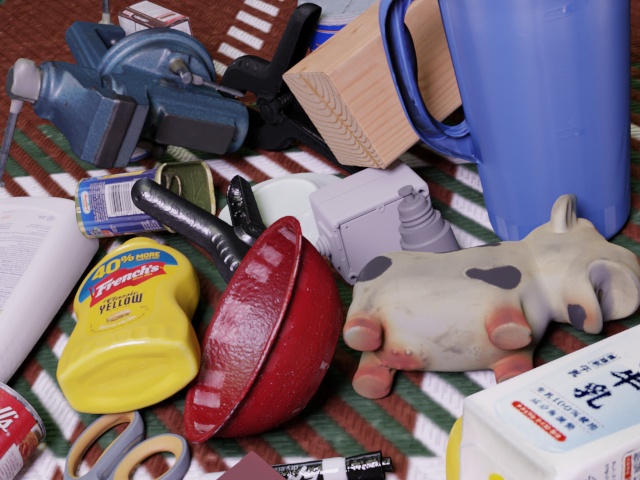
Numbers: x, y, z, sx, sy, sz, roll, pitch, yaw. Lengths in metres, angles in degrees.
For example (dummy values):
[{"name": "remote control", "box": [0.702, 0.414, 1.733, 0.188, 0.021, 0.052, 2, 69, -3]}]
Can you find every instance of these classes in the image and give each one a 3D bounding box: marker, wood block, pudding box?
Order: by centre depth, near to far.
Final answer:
[{"name": "marker", "box": [-0.015, 0.147, 0.665, 0.121, 0.020, 0.020, -9, 35, 9]}, {"name": "wood block", "box": [0.086, -0.157, 0.848, 0.206, 0.090, 0.090, -40, 20, -14]}, {"name": "pudding box", "box": [-0.158, -0.180, 1.091, 0.039, 0.113, 0.090, -32, 39, -26]}]

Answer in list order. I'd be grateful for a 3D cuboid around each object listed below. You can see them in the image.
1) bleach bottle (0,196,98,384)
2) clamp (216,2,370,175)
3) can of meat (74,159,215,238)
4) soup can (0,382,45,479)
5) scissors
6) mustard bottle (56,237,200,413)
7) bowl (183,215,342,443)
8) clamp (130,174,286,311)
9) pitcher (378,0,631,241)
[{"name": "bleach bottle", "box": [-0.269, 0.066, 0.840, 0.103, 0.068, 0.250, -1, 40, 21]}, {"name": "clamp", "box": [-0.037, -0.135, 0.963, 0.036, 0.164, 0.210, -35, 30, -31]}, {"name": "can of meat", "box": [-0.149, -0.034, 0.911, 0.084, 0.057, 0.102, -5, 5, 19]}, {"name": "soup can", "box": [-0.241, 0.149, 0.709, 0.069, 0.068, 0.102, 7, 42, 29]}, {"name": "scissors", "box": [-0.151, 0.182, 0.673, 0.096, 0.016, 0.201, 1, 38, 22]}, {"name": "mustard bottle", "box": [-0.139, 0.050, 0.804, 0.096, 0.058, 0.191, -18, 28, 4]}, {"name": "bowl", "box": [-0.031, 0.067, 0.707, 0.055, 0.162, 0.162, 26, 33, -16]}, {"name": "clamp", "box": [-0.055, 0.001, 0.832, 0.171, 0.039, 0.120, 42, 35, 19]}, {"name": "pitcher", "box": [0.148, -0.109, 0.760, 0.149, 0.243, 0.144, 16, 45, 37]}]
